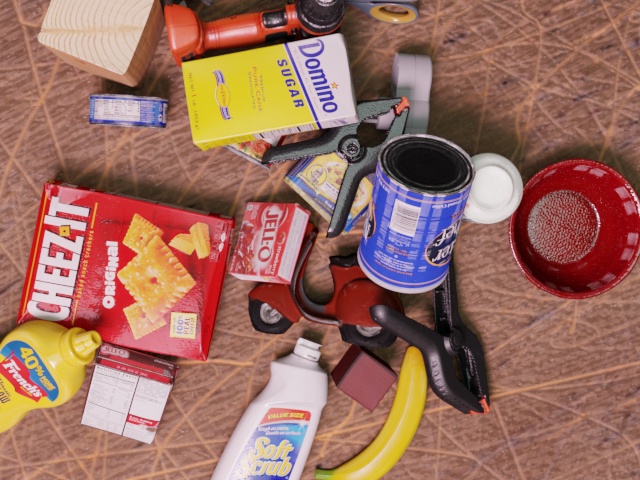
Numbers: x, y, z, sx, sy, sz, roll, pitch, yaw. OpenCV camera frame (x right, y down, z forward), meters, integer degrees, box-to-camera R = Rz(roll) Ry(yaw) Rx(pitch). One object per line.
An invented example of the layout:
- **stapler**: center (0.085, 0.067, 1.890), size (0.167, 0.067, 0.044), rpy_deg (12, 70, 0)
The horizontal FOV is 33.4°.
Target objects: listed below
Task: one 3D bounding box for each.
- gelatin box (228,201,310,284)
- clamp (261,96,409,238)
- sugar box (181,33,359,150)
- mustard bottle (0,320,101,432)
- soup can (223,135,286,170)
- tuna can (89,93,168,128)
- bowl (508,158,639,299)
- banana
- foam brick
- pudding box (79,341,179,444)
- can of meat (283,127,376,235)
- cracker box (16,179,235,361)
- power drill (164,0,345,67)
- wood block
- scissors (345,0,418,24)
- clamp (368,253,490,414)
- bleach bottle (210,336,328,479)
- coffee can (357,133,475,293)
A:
- **gelatin box**: center (-0.058, 0.001, 1.193), size (0.030, 0.073, 0.089), rpy_deg (31, 69, -48)
- **clamp**: center (0.035, -0.087, 1.163), size (0.171, 0.039, 0.120), rpy_deg (-32, 98, 1)
- **sugar box**: center (-0.053, -0.158, 1.136), size (0.176, 0.048, 0.093), rpy_deg (-11, 84, 8)
- **mustard bottle**: center (-0.311, 0.139, 1.154), size (0.192, 0.058, 0.096), rpy_deg (-26, 100, 26)
- **soup can**: center (-0.064, -0.139, 1.195), size (0.068, 0.068, 0.102), rpy_deg (27, 90, -6)
- **tuna can**: center (-0.211, -0.142, 1.172), size (0.086, 0.086, 0.034), rpy_deg (3, 95, -6)
- **bowl**: center (0.291, -0.014, 1.242), size (0.162, 0.055, 0.162), rpy_deg (0, 94, -5)
- **banana**: center (0.077, 0.219, 1.246), size (0.069, 0.037, 0.198), rpy_deg (37, 90, -7)
- **foam brick**: center (0.049, 0.154, 1.220), size (0.053, 0.078, 0.051), rpy_deg (35, 90, -4)
- **pudding box**: center (-0.214, 0.171, 1.188), size (0.090, 0.039, 0.114), rpy_deg (18, 128, -6)
- **can of meat**: center (0.020, -0.068, 1.213), size (0.102, 0.057, 0.084), rpy_deg (43, 91, -7)
- **cracker box**: center (-0.214, 0.033, 1.190), size (0.213, 0.072, 0.164), rpy_deg (12, 92, -5)
- **power drill**: center (-0.068, -0.231, 1.130), size (0.187, 0.184, 0.057), rpy_deg (-8, 89, -4)
- **wood block**: center (-0.221, -0.218, 1.106), size (0.090, 0.206, 0.090), rpy_deg (21, 92, -7)
- **scissors**: center (0.025, -0.271, 1.212), size (0.202, 0.096, 0.016), rpy_deg (1, 71, 24)
- **clamp**: center (0.134, 0.116, 1.213), size (0.164, 0.036, 0.210), rpy_deg (-35, 107, -44)
- **bleach bottle**: center (-0.062, 0.230, 1.223), size (0.102, 0.068, 0.251), rpy_deg (20, 89, -7)
- **coffee can**: center (0.101, -0.028, 1.143), size (0.102, 0.103, 0.140), rpy_deg (5, 132, -6)
